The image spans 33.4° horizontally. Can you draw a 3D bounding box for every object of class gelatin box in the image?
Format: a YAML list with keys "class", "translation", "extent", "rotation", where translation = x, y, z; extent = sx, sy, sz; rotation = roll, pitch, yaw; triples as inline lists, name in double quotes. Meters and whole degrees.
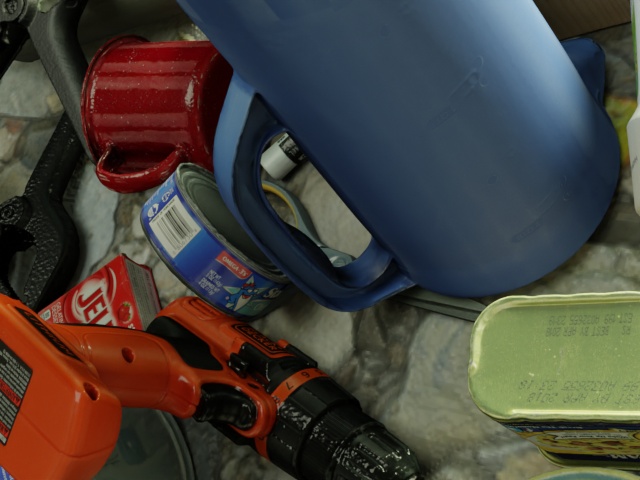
- class: "gelatin box"
  translation: [-0.130, 0.063, 0.646]
  extent: [0.073, 0.030, 0.089]
  rotation: [-34, 54, 17]

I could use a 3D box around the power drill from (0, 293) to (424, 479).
- class: "power drill"
  translation: [-0.063, 0.077, 0.493]
  extent: [0.185, 0.187, 0.057]
  rotation: [28, 100, 38]

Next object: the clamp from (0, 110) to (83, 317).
- class: "clamp"
  translation: [-0.213, -0.014, 0.721]
  extent: [0.120, 0.039, 0.171]
  rotation: [-12, 59, 14]

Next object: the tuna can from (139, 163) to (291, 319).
- class: "tuna can"
  translation: [-0.054, 0.001, 0.564]
  extent: [0.034, 0.086, 0.086]
  rotation: [-45, 51, 13]

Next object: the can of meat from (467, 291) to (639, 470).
- class: "can of meat"
  translation: [0.121, 0.059, 0.439]
  extent: [0.102, 0.083, 0.057]
  rotation: [-5, 66, 33]

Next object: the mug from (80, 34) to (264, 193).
- class: "mug"
  translation: [-0.088, -0.071, 0.635]
  extent: [0.082, 0.093, 0.117]
  rotation: [4, 43, 31]

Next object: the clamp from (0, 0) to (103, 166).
- class: "clamp"
  translation: [-0.200, -0.143, 0.703]
  extent: [0.165, 0.036, 0.210]
  rotation: [-3, 83, 25]

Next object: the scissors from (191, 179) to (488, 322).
- class: "scissors"
  translation: [-0.003, 0.030, 0.583]
  extent: [0.202, 0.016, 0.096]
  rotation: [36, 93, 40]

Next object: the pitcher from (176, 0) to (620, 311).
- class: "pitcher"
  translation: [0.024, -0.075, 0.463]
  extent: [0.145, 0.242, 0.149]
  rotation: [-8, 58, 31]
